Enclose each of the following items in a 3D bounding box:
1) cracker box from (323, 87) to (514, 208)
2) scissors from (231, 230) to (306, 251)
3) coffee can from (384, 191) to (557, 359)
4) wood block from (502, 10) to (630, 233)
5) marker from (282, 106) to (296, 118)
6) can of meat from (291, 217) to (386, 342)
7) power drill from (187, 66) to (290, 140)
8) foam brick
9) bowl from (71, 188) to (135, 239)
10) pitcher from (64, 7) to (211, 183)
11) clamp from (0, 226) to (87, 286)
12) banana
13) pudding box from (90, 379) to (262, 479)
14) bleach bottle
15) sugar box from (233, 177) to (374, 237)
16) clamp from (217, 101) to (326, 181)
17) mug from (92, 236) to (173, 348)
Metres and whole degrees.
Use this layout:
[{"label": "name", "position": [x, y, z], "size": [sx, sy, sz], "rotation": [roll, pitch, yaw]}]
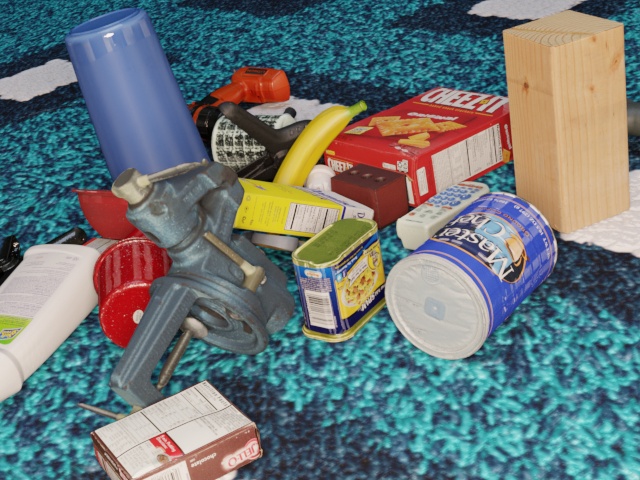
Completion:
[{"label": "cracker box", "position": [0.135, -0.123, 1.327], "size": [0.213, 0.072, 0.164], "rotation": [-28, 30, -32]}, {"label": "scissors", "position": [-0.058, 0.001, 1.197], "size": [0.096, 0.016, 0.202], "rotation": [12, -2, -22]}, {"label": "coffee can", "position": [0.139, 0.030, 0.974], "size": [0.103, 0.103, 0.140], "rotation": [10, 32, 36]}, {"label": "wood block", "position": [0.261, -0.125, 1.127], "size": [0.090, 0.206, 0.091], "rotation": [-20, 28, -19]}, {"label": "marker", "position": [-0.057, -0.166, 1.550], "size": [0.020, 0.020, 0.121], "rotation": [-3, 27, 16]}, {"label": "can of meat", "position": [0.020, 0.035, 1.029], "size": [0.058, 0.084, 0.101], "rotation": [9, 32, 35]}, {"label": "power drill", "position": [-0.134, -0.205, 1.615], "size": [0.185, 0.057, 0.187], "rotation": [13, 34, 40]}, {"label": "foam brick", "position": [0.057, -0.052, 1.233], "size": [0.052, 0.051, 0.078], "rotation": [-29, 31, -34]}, {"label": "bowl", "position": [-0.209, -0.030, 1.245], "size": [0.162, 0.055, 0.162], "rotation": [3, 3, 0]}, {"label": "pitcher", "position": [-0.237, -0.165, 1.358], "size": [0.149, 0.243, 0.145], "rotation": [-12, 24, 14]}, {"label": "clamp", "position": [-0.343, 0.035, 1.216], "size": [0.120, 0.039, 0.171], "rotation": [-16, 28, 23]}, {"label": "banana", "position": [-0.020, -0.091, 1.270], "size": [0.197, 0.037, 0.070], "rotation": [-58, 21, -10]}, {"label": "pudding box", "position": [-0.117, 0.165, 0.867], "size": [0.113, 0.039, 0.090], "rotation": [-21, 27, -25]}, {"label": "bleach bottle", "position": [-0.308, 0.092, 1.064], "size": [0.103, 0.068, 0.250], "rotation": [-1, 29, 20]}, {"label": "sugar box", "position": [-0.039, -0.036, 1.161], "size": [0.175, 0.048, 0.093], "rotation": [3, 14, -36]}, {"label": "clamp", "position": [-0.060, -0.100, 1.331], "size": [0.209, 0.165, 0.036], "rotation": [-2, 44, -36]}, {"label": "mug", "position": [-0.168, 0.052, 1.059], "size": [0.117, 0.093, 0.081], "rotation": [-19, 31, -1]}]
